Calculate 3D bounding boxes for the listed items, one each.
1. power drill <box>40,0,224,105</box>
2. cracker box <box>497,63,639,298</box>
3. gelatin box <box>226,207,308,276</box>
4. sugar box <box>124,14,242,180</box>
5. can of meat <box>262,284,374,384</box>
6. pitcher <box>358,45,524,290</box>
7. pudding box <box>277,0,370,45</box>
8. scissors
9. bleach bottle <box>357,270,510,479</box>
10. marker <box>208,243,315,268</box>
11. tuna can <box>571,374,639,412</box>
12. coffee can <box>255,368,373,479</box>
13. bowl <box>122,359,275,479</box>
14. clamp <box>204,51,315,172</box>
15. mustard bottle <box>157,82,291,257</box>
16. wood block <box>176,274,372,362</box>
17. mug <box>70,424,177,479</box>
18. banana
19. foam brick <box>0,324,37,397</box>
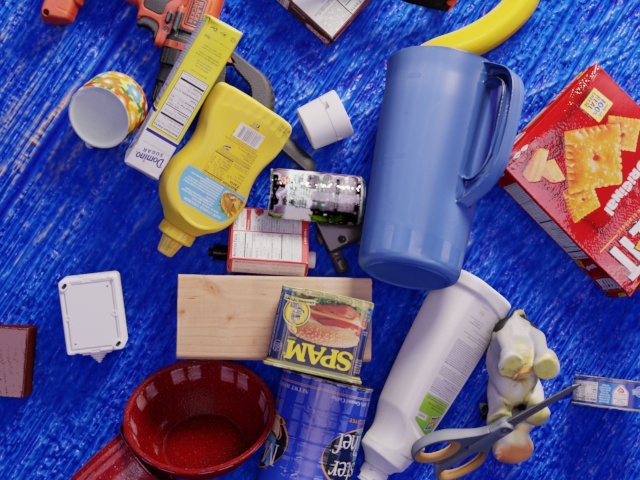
[{"bbox_3d":[-0.209,-0.248,1.189,0.187,0.057,0.184,19,89,-5],"label":"power drill"},{"bbox_3d":[0.322,-0.066,1.209,0.164,0.072,0.213,-45,91,-5],"label":"cracker box"},{"bbox_3d":[-0.058,0.001,1.182,0.089,0.030,0.073,3,53,-4],"label":"gelatin box"},{"bbox_3d":[-0.146,-0.153,1.128,0.048,0.093,0.176,27,97,-14],"label":"sugar box"},{"bbox_3d":[-0.001,0.096,1.092,0.102,0.057,0.084,13,84,-4],"label":"can of meat"},{"bbox_3d":[0.122,-0.076,1.133,0.145,0.149,0.243,11,73,2],"label":"pitcher"},{"bbox_3d":[0.000,-0.293,1.216,0.113,0.039,0.090,42,82,-3],"label":"pudding box"},{"bbox_3d":[0.174,0.195,1.123,0.096,0.016,0.202,19,130,-27],"label":"scissors"},{"bbox_3d":[0.111,0.155,1.170,0.068,0.102,0.251,27,85,43],"label":"bleach bottle"},{"bbox_3d":[-0.066,0.017,1.202,0.121,0.020,0.020,4,86,-4],"label":"marker"},{"bbox_3d":[0.324,0.171,1.189,0.086,0.086,0.034,7,84,-4],"label":"tuna can"},{"bbox_3d":[-0.008,0.217,1.152,0.103,0.103,0.140,14,86,-3],"label":"coffee can"},{"bbox_3d":[-0.128,0.202,1.143,0.162,0.162,0.055,-6,130,-5],"label":"bowl"},{"bbox_3d":[-0.074,-0.133,1.202,0.120,0.039,0.171,-9,94,-11],"label":"clamp"},{"bbox_3d":[-0.118,-0.067,1.151,0.096,0.058,0.191,31,92,-33],"label":"mustard bottle"},{"bbox_3d":[-0.051,0.085,1.163,0.206,0.091,0.090,1,86,-5],"label":"wood block"},{"bbox_3d":[-0.205,0.266,1.138,0.081,0.093,0.117,-42,65,-1],"label":"mug"},{"bbox_3d":[0.195,-0.258,1.231,0.070,0.037,0.197,43,84,13],"label":"banana"},{"bbox_3d":[-0.340,0.130,1.158,0.051,0.053,0.078,4,86,-4],"label":"foam brick"}]
